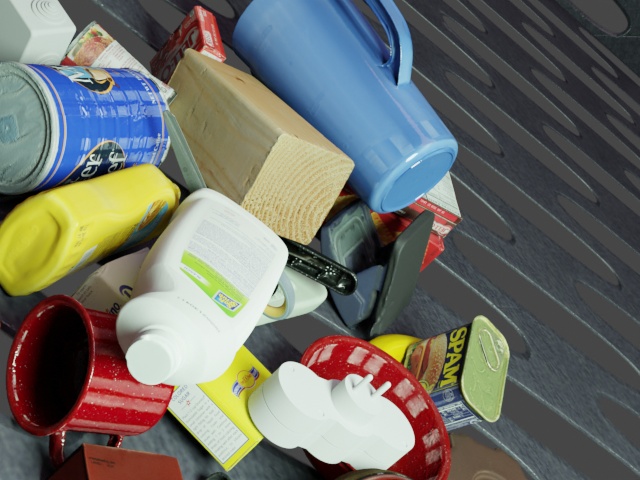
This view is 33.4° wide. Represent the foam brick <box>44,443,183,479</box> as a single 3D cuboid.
[{"bbox_3d":[-0.131,0.170,0.689,0.078,0.051,0.053,20,37,-40],"label":"foam brick"}]

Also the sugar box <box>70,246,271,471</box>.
[{"bbox_3d":[-0.104,0.086,0.824,0.176,0.048,0.093,47,19,3],"label":"sugar box"}]

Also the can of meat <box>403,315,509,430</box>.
[{"bbox_3d":[0.123,0.130,1.000,0.057,0.084,0.102,44,42,-24],"label":"can of meat"}]

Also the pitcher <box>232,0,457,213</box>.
[{"bbox_3d":[0.032,-0.155,1.068,0.243,0.145,0.149,53,-5,19],"label":"pitcher"}]

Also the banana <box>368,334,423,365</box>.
[{"bbox_3d":[0.091,0.128,1.066,0.197,0.037,0.069,7,65,-48],"label":"banana"}]

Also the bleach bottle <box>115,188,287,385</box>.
[{"bbox_3d":[-0.091,0.035,0.749,0.102,0.068,0.250,34,17,-2],"label":"bleach bottle"}]

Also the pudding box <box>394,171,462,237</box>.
[{"bbox_3d":[0.104,-0.066,1.175,0.090,0.039,0.113,27,37,-28],"label":"pudding box"}]

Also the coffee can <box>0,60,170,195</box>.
[{"bbox_3d":[-0.206,-0.093,0.877,0.103,0.103,0.140,54,29,15],"label":"coffee can"}]

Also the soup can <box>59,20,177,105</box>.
[{"bbox_3d":[-0.194,-0.146,1.000,0.102,0.069,0.068,40,29,-12],"label":"soup can"}]

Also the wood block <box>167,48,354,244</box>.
[{"bbox_3d":[-0.070,-0.092,1.003,0.090,0.090,0.206,19,18,-39],"label":"wood block"}]

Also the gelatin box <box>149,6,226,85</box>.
[{"bbox_3d":[-0.139,-0.187,1.103,0.030,0.089,0.073,24,36,-35],"label":"gelatin box"}]

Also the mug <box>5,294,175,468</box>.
[{"bbox_3d":[-0.154,0.101,0.724,0.081,0.093,0.117,19,69,-48],"label":"mug"}]

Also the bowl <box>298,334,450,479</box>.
[{"bbox_3d":[0.033,0.161,0.910,0.162,0.055,0.162,28,35,-22],"label":"bowl"}]

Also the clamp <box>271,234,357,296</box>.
[{"bbox_3d":[-0.056,0.001,0.978,0.172,0.039,0.120,35,15,27],"label":"clamp"}]

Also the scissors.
[{"bbox_3d":[-0.073,-0.010,0.879,0.016,0.096,0.202,-45,134,-54],"label":"scissors"}]

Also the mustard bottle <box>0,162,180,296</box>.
[{"bbox_3d":[-0.167,-0.018,0.838,0.058,0.096,0.191,50,28,6],"label":"mustard bottle"}]
